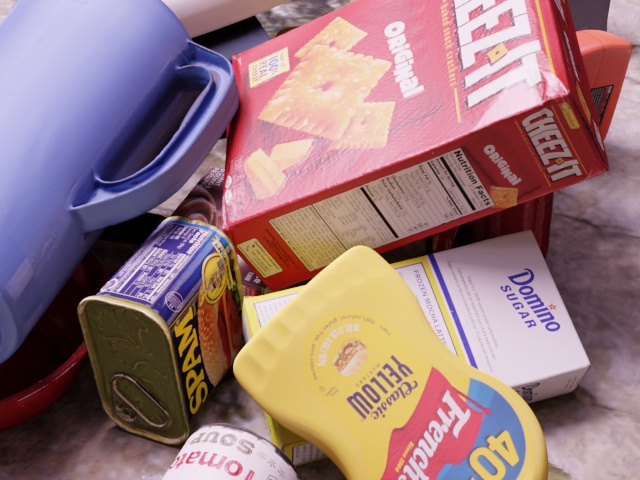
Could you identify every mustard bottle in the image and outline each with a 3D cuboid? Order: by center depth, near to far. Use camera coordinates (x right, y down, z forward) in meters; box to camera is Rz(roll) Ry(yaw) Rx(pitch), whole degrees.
[{"bbox_3d":[0.053,0.100,0.524,0.096,0.058,0.192,-42,77,-9],"label":"mustard bottle"}]

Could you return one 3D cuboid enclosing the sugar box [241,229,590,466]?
[{"bbox_3d":[0.051,0.060,0.602,0.176,0.048,0.093,-11,61,-11],"label":"sugar box"}]

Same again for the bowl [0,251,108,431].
[{"bbox_3d":[-0.201,0.063,0.637,0.162,0.055,0.162,-3,39,3],"label":"bowl"}]

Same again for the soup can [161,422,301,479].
[{"bbox_3d":[-0.057,0.146,0.508,0.069,0.068,0.102,12,42,21],"label":"soup can"}]

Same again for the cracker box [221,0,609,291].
[{"bbox_3d":[0.047,-0.081,0.639,0.214,0.072,0.164,-21,44,22],"label":"cracker box"}]

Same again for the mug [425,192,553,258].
[{"bbox_3d":[0.102,-0.019,0.679,0.093,0.081,0.117,16,44,24],"label":"mug"}]

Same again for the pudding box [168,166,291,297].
[{"bbox_3d":[-0.055,0.001,0.708,0.090,0.039,0.113,12,43,19],"label":"pudding box"}]

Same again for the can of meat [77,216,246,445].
[{"bbox_3d":[-0.084,0.049,0.605,0.057,0.102,0.083,12,40,21],"label":"can of meat"}]

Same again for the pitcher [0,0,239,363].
[{"bbox_3d":[-0.162,-0.045,0.621,0.145,0.149,0.242,37,45,-15],"label":"pitcher"}]
